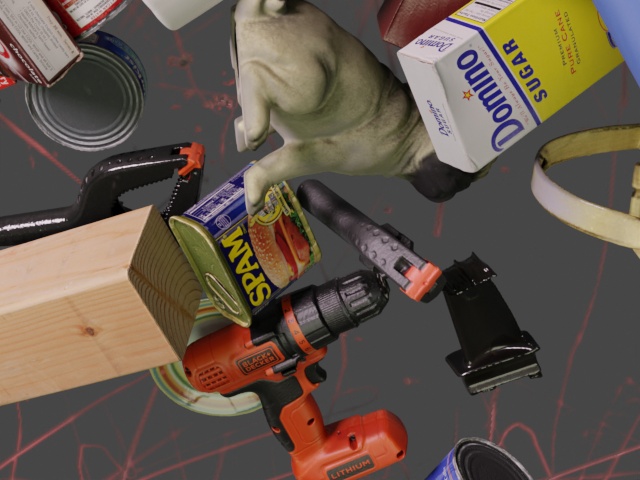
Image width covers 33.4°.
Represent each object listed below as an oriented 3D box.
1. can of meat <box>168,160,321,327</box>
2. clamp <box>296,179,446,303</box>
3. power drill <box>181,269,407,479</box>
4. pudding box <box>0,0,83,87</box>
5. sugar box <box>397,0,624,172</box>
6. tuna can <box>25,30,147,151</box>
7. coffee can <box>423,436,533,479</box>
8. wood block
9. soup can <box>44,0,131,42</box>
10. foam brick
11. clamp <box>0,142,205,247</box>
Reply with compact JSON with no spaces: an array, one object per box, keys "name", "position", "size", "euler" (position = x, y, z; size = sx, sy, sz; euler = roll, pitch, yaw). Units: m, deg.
[{"name":"can of meat","position":[-0.055,0.001,0.824],"size":[0.083,0.058,0.102],"euler":[-40,126,-23]},{"name":"clamp","position":[0.040,0.001,0.794],"size":[0.120,0.171,0.039],"euler":[31,91,-12]},{"name":"power drill","position":[0.003,0.120,0.903],"size":[0.184,0.057,0.187],"euler":[-24,120,14]},{"name":"pudding box","position":[-0.218,-0.157,0.702],"size":[0.039,0.090,0.113],"euler":[-48,126,-17]},{"name":"sugar box","position":[0.143,-0.132,0.719],"size":[0.176,0.048,0.093],"euler":[-38,126,-15]},{"name":"tuna can","position":[-0.171,-0.111,0.786],"size":[0.086,0.033,0.086],"euler":[0,123,0]},{"name":"coffee can","position":[0.125,0.266,0.990],"size":[0.102,0.103,0.140],"euler":[28,118,-17]},{"name":"wood block","position":[-0.208,0.057,0.824],"size":[0.206,0.090,0.091],"euler":[-15,124,17]},{"name":"soup can","position":[-0.177,-0.192,0.714],"size":[0.069,0.068,0.102],"euler":[-30,118,17]},{"name":"foam brick","position":[0.080,-0.171,0.739],"size":[0.051,0.053,0.078],"euler":[21,121,-13]},{"name":"clamp","position":[-0.160,-0.001,0.855],"size":[0.210,0.036,0.164],"euler":[-31,119,23]}]
